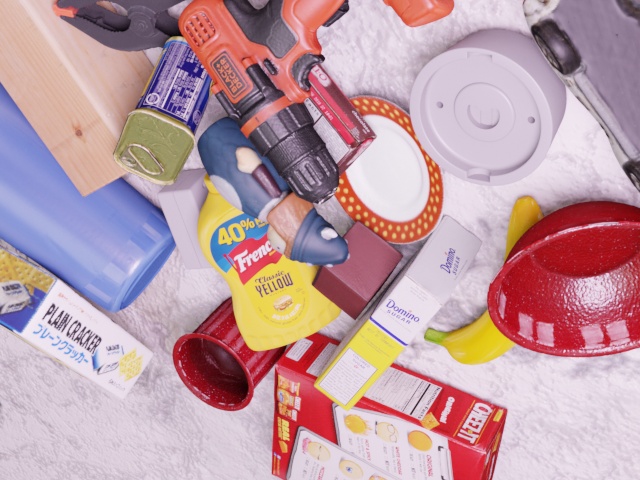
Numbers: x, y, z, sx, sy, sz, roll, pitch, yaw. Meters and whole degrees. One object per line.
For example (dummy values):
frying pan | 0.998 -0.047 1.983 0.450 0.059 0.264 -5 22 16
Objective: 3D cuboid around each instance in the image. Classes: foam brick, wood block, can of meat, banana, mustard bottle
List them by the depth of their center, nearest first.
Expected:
can of meat | -0.125 -0.107 0.884 0.057 0.084 0.102 24 151 -10
banana | 0.148 0.049 0.887 0.069 0.037 0.198 35 134 7
foam brick | 0.031 0.026 0.919 0.051 0.053 0.078 39 164 6
wood block | -0.222 -0.156 0.954 0.091 0.090 0.206 -22 107 41
mustard bottle | -0.056 0.001 0.954 0.096 0.058 0.191 -22 114 2

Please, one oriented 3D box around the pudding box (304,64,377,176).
pudding box | -0.016 -0.087 0.885 0.090 0.039 0.114 53 139 6

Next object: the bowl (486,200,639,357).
bowl | 0.202 0.021 0.792 0.162 0.055 0.162 1 139 0

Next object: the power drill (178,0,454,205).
power drill | 0.003 -0.142 0.788 0.188 0.057 0.184 -36 89 26

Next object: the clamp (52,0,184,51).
clamp | -0.136 -0.181 0.890 0.172 0.039 0.120 5 132 20

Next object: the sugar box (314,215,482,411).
sugar box | 0.065 0.066 0.916 0.048 0.093 0.176 39 135 1

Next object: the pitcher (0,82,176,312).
pitcher | -0.262 -0.039 1.050 0.243 0.149 0.145 37 119 1

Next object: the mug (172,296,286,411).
mug | -0.093 0.111 1.062 0.117 0.081 0.093 -26 104 42

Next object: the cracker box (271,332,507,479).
cracker box | 0.060 0.195 1.027 0.214 0.072 0.164 20 131 20
